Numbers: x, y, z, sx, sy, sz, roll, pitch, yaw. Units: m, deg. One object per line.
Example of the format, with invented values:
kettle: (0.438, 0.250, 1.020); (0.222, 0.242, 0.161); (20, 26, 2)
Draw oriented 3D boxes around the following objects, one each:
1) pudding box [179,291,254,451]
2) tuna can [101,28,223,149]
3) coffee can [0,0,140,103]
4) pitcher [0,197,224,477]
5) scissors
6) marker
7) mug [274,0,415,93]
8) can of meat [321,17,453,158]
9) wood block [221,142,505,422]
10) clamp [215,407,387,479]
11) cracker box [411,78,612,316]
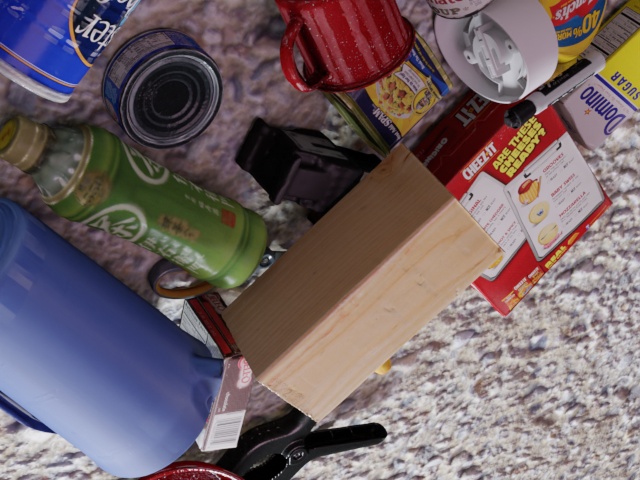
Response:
pudding box: (-0.097, 0.116, 0.946); (0.039, 0.090, 0.114); (-3, 126, -31)
tuna can: (-0.116, -0.111, 0.790); (0.086, 0.034, 0.086); (-20, 133, -23)
coffee can: (-0.158, -0.171, 0.658); (0.140, 0.103, 0.102); (-51, 137, 8)
pitcher: (-0.204, 0.079, 0.821); (0.149, 0.145, 0.242); (-50, 135, -10)
scissors: (-0.056, 0.001, 0.938); (0.201, 0.016, 0.096); (-15, 131, -27)
marker: (0.203, -0.130, 0.925); (0.121, 0.020, 0.020); (-34, 138, -26)
mug: (0.008, -0.163, 0.795); (0.117, 0.093, 0.081); (-51, 136, -22)
can of meat: (0.052, -0.131, 0.882); (0.084, 0.057, 0.102); (-45, 138, -1)
wood block: (0.032, 0.035, 0.865); (0.206, 0.091, 0.090); (-43, 131, 6)
clamp: (-0.024, 0.215, 1.119); (0.210, 0.036, 0.164); (-36, 137, -4)
cracker box: (0.174, -0.044, 1.033); (0.164, 0.072, 0.213); (-47, 136, 1)
